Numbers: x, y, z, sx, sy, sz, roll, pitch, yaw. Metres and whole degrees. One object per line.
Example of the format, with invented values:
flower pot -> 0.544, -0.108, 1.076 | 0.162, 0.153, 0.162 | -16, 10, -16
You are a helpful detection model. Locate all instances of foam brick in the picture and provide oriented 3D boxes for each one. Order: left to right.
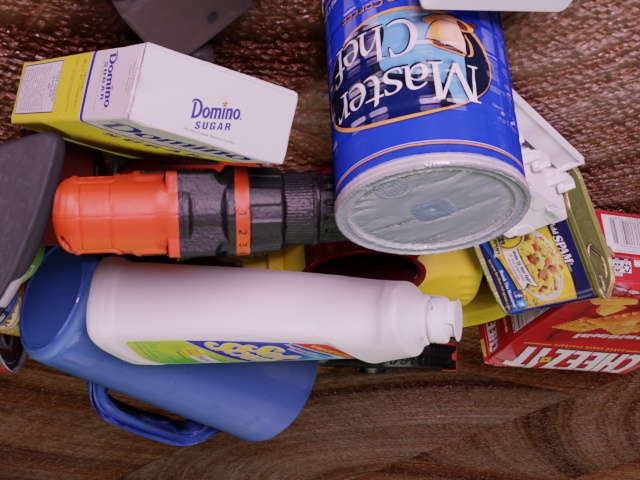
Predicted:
foam brick -> -0.178, -0.035, 0.745 | 0.051, 0.053, 0.078 | -1, 154, -4

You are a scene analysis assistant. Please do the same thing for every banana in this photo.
banana -> 0.108, 0.062, 0.985 | 0.198, 0.037, 0.069 | -16, 157, 39

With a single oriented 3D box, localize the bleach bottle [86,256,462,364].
bleach bottle -> -0.029, 0.052, 0.747 | 0.251, 0.068, 0.102 | -1, 160, 18

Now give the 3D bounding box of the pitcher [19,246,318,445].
pitcher -> -0.134, 0.090, 0.915 | 0.242, 0.149, 0.145 | 26, 159, -39

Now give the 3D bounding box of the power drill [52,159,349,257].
power drill -> -0.068, -0.025, 0.681 | 0.184, 0.057, 0.188 | 0, -176, -7

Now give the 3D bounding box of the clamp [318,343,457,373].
clamp -> 0.050, 0.114, 1.060 | 0.209, 0.036, 0.165 | 4, 174, -19

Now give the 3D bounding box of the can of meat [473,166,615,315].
can of meat -> 0.168, 0.003, 0.817 | 0.084, 0.057, 0.102 | -15, 109, 29

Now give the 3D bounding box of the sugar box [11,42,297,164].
sugar box -> -0.100, -0.073, 0.602 | 0.093, 0.048, 0.176 | 14, 179, -34

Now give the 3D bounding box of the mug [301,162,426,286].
mug -> 0.040, -0.010, 0.787 | 0.117, 0.081, 0.093 | -12, 152, 18

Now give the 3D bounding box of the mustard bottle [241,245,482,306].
mustard bottle -> 0.031, 0.025, 0.883 | 0.191, 0.058, 0.096 | 0, 165, -6

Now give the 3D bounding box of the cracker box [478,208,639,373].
cracker box -> 0.262, 0.055, 0.957 | 0.164, 0.072, 0.214 | 6, 153, -18

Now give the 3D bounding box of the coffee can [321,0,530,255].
coffee can -> 0.055, -0.076, 0.587 | 0.103, 0.140, 0.103 | -3, 154, -1
